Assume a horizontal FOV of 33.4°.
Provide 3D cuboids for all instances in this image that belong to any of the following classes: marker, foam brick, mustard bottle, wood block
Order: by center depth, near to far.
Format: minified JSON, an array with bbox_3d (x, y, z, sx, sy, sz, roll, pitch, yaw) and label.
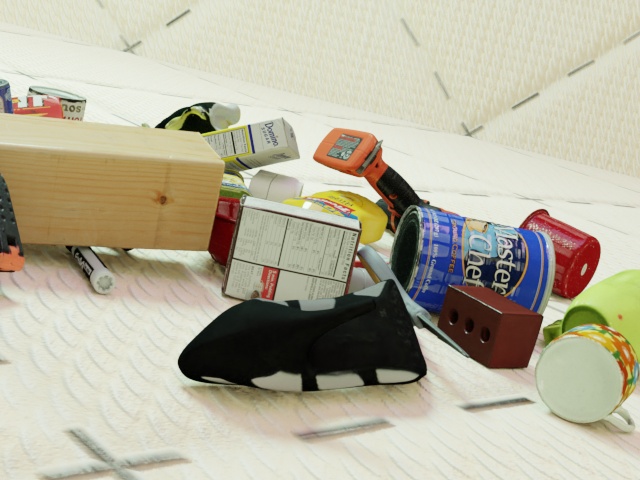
[{"bbox_3d":[-0.201,0.017,0.925,0.020,0.020,0.121,7,14,-27],"label":"marker"},{"bbox_3d":[-0.202,-0.050,0.945,0.205,0.091,0.090,4,23,-26],"label":"wood block"},{"bbox_3d":[0.152,0.078,0.969,0.051,0.053,0.078,5,14,-35],"label":"foam brick"},{"bbox_3d":[0.003,-0.020,1.227,0.096,0.058,0.191,24,15,19],"label":"mustard bottle"}]

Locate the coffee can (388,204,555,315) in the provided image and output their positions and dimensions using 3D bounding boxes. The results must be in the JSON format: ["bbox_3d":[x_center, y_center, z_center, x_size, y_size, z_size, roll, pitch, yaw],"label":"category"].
[{"bbox_3d":[0.149,0.028,1.068,0.140,0.103,0.103,11,13,-11],"label":"coffee can"}]

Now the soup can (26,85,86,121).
[{"bbox_3d":[-0.309,-0.120,1.221,0.068,0.102,0.068,14,12,-3],"label":"soup can"}]

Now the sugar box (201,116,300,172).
[{"bbox_3d":[-0.119,-0.107,1.296,0.176,0.048,0.093,-14,-6,6],"label":"sugar box"}]

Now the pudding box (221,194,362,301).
[{"bbox_3d":[-0.026,0.016,0.959,0.113,0.090,0.039,12,14,-4],"label":"pudding box"}]

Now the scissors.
[{"bbox_3d":[0.072,0.049,0.916,0.016,0.096,0.202,-33,6,-7],"label":"scissors"}]

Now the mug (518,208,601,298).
[{"bbox_3d":[0.277,0.025,1.289,0.082,0.093,0.117,29,50,35],"label":"mug"}]

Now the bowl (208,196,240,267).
[{"bbox_3d":[-0.057,0.001,1.057,0.162,0.055,0.162,14,8,-2],"label":"bowl"}]

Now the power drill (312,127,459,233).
[{"bbox_3d":[0.079,-0.065,1.346,0.187,0.057,0.185,39,-11,-29],"label":"power drill"}]
